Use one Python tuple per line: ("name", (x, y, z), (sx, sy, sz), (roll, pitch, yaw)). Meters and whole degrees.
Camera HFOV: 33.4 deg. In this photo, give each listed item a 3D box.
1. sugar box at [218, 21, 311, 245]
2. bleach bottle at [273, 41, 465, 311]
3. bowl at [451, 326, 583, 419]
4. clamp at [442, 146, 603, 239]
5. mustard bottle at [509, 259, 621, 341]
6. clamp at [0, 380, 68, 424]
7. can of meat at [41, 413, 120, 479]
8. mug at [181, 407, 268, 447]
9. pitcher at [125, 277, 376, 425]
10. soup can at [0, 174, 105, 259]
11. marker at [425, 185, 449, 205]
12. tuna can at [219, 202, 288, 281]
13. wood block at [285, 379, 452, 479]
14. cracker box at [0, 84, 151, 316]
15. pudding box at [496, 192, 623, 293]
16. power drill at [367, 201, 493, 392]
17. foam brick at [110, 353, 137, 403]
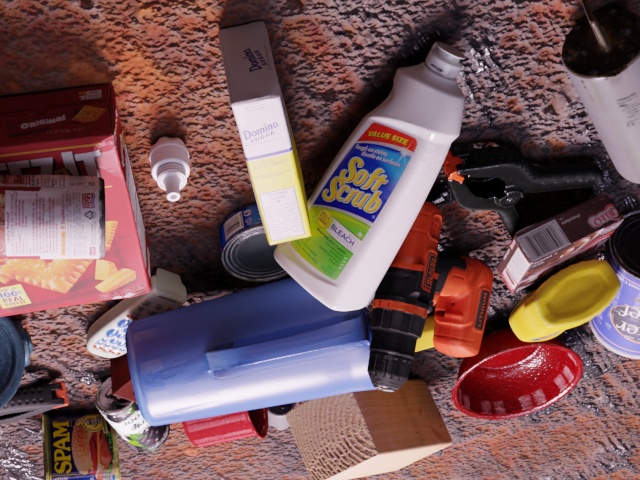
("sugar box", (-0.045, -0.087, 0.904), (0.048, 0.093, 0.176), (-11, 141, -2))
("bleach bottle", (0.052, -0.063, 0.951), (0.067, 0.103, 0.251), (-5, 129, -50))
("bowl", (0.232, 0.152, 1.293), (0.162, 0.055, 0.162), (-7, 141, -6))
("clamp", (0.182, -0.047, 1.056), (0.171, 0.039, 0.120), (11, 133, -26))
("mustard bottle", (0.255, 0.073, 1.165), (0.096, 0.058, 0.191), (-31, 171, -8))
("clamp", (-0.388, 0.195, 1.188), (0.209, 0.036, 0.165), (-10, 165, -16))
("can of meat", (-0.281, 0.252, 1.249), (0.083, 0.102, 0.057), (-1, 140, -16))
("mug", (-0.115, 0.189, 1.216), (0.081, 0.093, 0.117), (-14, 170, 10))
("pitcher", (-0.067, 0.108, 1.066), (0.242, 0.145, 0.149), (-12, 134, -6))
("soup can", (-0.224, -0.018, 0.851), (0.102, 0.068, 0.069), (0, 140, -14))
("marker", (0.073, -0.024, 1.069), (0.121, 0.020, 0.020), (-25, 139, 16))
("tuna can", (-0.057, 0.001, 1.055), (0.086, 0.034, 0.086), (-7, 141, -6))
("wood block", (0.061, 0.220, 1.250), (0.091, 0.090, 0.205), (-32, 160, 23))
("cracker box", (-0.245, -0.027, 0.943), (0.164, 0.072, 0.214), (-8, 140, -5))
("pudding box", (0.243, 0.004, 1.091), (0.113, 0.039, 0.090), (-22, 160, -12))
("power drill", (0.110, 0.067, 1.063), (0.057, 0.184, 0.187), (9, 171, 29))
("foam brick", (-0.187, 0.136, 1.171), (0.052, 0.051, 0.078), (26, 128, -38))
